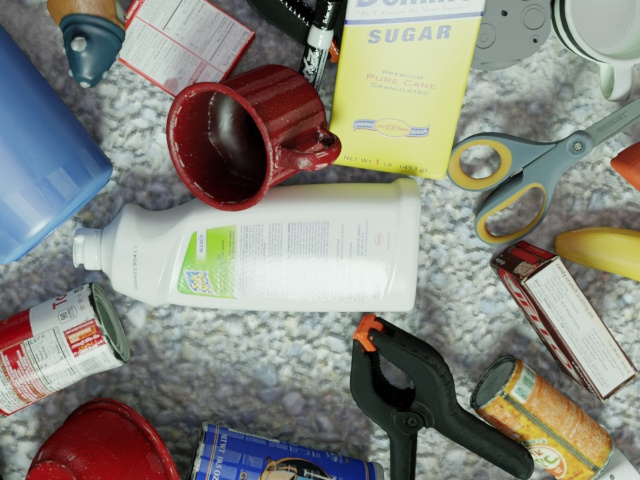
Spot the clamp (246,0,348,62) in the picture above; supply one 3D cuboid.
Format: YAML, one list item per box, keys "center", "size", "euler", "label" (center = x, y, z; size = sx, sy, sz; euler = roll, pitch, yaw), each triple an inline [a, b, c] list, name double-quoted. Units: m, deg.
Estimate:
- center: [-0.022, -0.227, 0.750]
  size: [0.165, 0.036, 0.210]
  euler: [-25, 111, 28]
  label: "clamp"

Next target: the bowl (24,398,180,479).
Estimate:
- center: [-0.167, 0.198, 0.766]
  size: [0.055, 0.162, 0.162]
  euler: [-6, 98, -48]
  label: "bowl"

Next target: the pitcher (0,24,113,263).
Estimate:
- center: [-0.268, -0.099, 0.740]
  size: [0.145, 0.149, 0.242]
  euler: [-43, 102, -13]
  label: "pitcher"

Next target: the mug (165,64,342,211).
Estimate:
- center: [-0.039, -0.074, 0.751]
  size: [0.117, 0.081, 0.093]
  euler: [16, 120, 30]
  label: "mug"

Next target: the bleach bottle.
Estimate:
- center: [-0.055, 0.001, 0.791]
  size: [0.250, 0.068, 0.102]
  euler: [2, 105, -2]
  label: "bleach bottle"

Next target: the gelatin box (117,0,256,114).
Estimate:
- center: [-0.103, -0.145, 0.785]
  size: [0.089, 0.030, 0.073]
  euler: [33, 93, -7]
  label: "gelatin box"

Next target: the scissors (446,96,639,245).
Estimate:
- center: [0.168, -0.078, 0.775]
  size: [0.096, 0.016, 0.202]
  euler: [42, 123, 6]
  label: "scissors"

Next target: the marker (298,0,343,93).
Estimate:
- center: [-0.006, -0.126, 0.773]
  size: [0.020, 0.020, 0.121]
  euler: [13, 123, -6]
  label: "marker"

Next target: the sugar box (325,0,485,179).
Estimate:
- center: [0.059, -0.131, 0.748]
  size: [0.093, 0.048, 0.176]
  euler: [8, 129, 0]
  label: "sugar box"

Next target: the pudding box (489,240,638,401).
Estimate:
- center: [0.180, 0.058, 0.801]
  size: [0.039, 0.090, 0.113]
  euler: [-37, 99, 1]
  label: "pudding box"

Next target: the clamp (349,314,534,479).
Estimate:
- center: [0.084, 0.129, 0.803]
  size: [0.120, 0.039, 0.171]
  euler: [-17, 112, 19]
  label: "clamp"

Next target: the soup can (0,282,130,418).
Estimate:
- center: [-0.201, 0.080, 0.790]
  size: [0.102, 0.068, 0.068]
  euler: [-23, 99, -1]
  label: "soup can"

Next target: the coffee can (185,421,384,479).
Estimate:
- center: [-0.033, 0.202, 0.800]
  size: [0.140, 0.103, 0.103]
  euler: [15, 96, -6]
  label: "coffee can"
